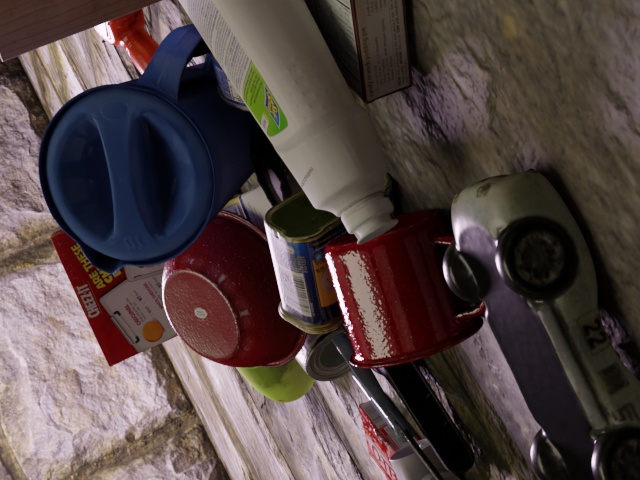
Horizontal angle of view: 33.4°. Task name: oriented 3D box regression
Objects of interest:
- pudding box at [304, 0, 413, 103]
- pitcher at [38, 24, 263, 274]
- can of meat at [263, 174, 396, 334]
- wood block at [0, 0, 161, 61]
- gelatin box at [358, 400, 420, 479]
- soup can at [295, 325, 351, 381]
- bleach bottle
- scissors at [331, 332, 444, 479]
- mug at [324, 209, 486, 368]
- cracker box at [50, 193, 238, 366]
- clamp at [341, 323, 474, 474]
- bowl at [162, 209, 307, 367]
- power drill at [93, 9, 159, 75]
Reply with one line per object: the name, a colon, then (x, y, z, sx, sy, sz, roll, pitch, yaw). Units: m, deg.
pudding box: (0.016, -0.151, 0.637, 0.090, 0.039, 0.113, 52, 162, 43)
pitcher: (-0.109, -0.085, 0.853, 0.145, 0.149, 0.242, 65, -162, -10)
can of meat: (0.012, 0.004, 0.771, 0.058, 0.102, 0.084, 28, 140, 42)
wood block: (-0.181, -0.235, 0.849, 0.091, 0.206, 0.090, 52, 161, 39)
gelatin box: (0.072, 0.201, 1.011, 0.089, 0.030, 0.073, 48, 158, 48)
soup can: (-0.007, 0.076, 1.014, 0.102, 0.068, 0.068, 50, 159, 43)
bleach bottle: (-0.028, -0.110, 0.657, 0.251, 0.068, 0.102, 61, 168, 10)
scissors: (0.054, 0.134, 0.857, 0.096, 0.016, 0.202, 58, 175, -20)
mug: (0.060, 0.028, 0.696, 0.117, 0.093, 0.081, -12, 99, 43)
cracker box: (-0.180, 0.024, 1.233, 0.164, 0.213, 0.072, 67, 169, -7)
clamp: (0.057, 0.091, 0.878, 0.164, 0.036, 0.210, 68, 168, -21)
bowl: (-0.090, 0.055, 0.954, 0.162, 0.055, 0.162, 21, 127, 31)
power drill: (-0.167, -0.184, 1.112, 0.188, 0.057, 0.184, 54, 167, 6)
